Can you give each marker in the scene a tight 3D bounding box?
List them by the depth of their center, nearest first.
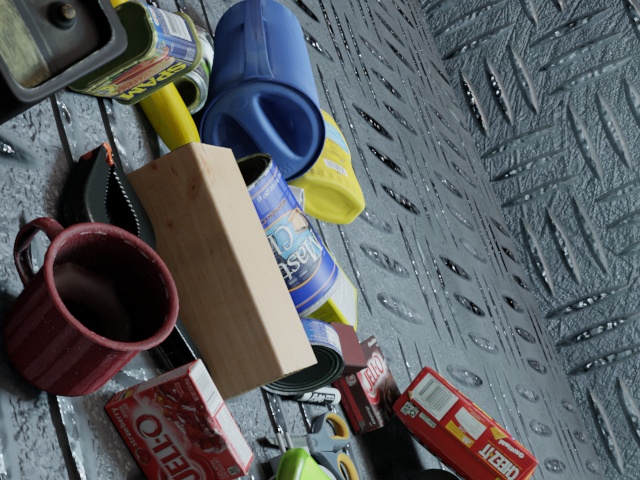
[{"bbox_3d":[-0.010,0.159,1.107,0.121,0.020,0.020,26,43,-64],"label":"marker"}]

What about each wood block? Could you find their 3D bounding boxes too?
[{"bbox_3d":[-0.092,0.030,0.914,0.206,0.090,0.090,67,17,6],"label":"wood block"}]

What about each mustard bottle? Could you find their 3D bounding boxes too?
[{"bbox_3d":[-0.006,-0.106,1.270,0.096,0.058,0.191,24,33,-28],"label":"mustard bottle"}]

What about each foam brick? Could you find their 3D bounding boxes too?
[{"bbox_3d":[0.010,0.122,1.156,0.078,0.053,0.051,19,50,-67],"label":"foam brick"}]

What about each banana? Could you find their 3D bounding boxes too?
[{"bbox_3d":[-0.159,-0.153,1.016,0.198,0.037,0.070,61,-21,-2],"label":"banana"}]

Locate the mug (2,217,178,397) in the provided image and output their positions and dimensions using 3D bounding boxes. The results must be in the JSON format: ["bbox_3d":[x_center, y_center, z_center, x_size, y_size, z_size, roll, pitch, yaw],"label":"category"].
[{"bbox_3d":[-0.159,0.039,0.687,0.117,0.082,0.093,51,38,5],"label":"mug"}]

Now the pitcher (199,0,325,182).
[{"bbox_3d":[-0.068,-0.186,1.202,0.144,0.149,0.243,33,28,-26],"label":"pitcher"}]

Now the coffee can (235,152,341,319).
[{"bbox_3d":[-0.057,0.001,1.034,0.140,0.103,0.102,59,19,-22],"label":"coffee can"}]

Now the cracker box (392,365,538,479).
[{"bbox_3d":[0.172,0.242,1.270,0.164,0.072,0.213,40,-7,17],"label":"cracker box"}]

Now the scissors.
[{"bbox_3d":[-0.002,0.219,1.057,0.096,0.016,0.201,68,17,6],"label":"scissors"}]

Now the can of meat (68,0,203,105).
[{"bbox_3d":[-0.167,-0.164,0.930,0.057,0.102,0.083,67,19,7],"label":"can of meat"}]

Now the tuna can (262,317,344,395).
[{"bbox_3d":[-0.022,0.111,1.022,0.086,0.086,0.034,47,23,-46],"label":"tuna can"}]

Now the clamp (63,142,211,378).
[{"bbox_3d":[-0.159,0.019,0.818,0.164,0.036,0.210,17,51,-64],"label":"clamp"}]

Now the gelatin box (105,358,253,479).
[{"bbox_3d":[-0.101,0.139,0.770,0.089,0.073,0.030,63,18,-12],"label":"gelatin box"}]

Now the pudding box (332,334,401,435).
[{"bbox_3d":[0.053,0.167,1.247,0.090,0.039,0.113,66,17,0],"label":"pudding box"}]
